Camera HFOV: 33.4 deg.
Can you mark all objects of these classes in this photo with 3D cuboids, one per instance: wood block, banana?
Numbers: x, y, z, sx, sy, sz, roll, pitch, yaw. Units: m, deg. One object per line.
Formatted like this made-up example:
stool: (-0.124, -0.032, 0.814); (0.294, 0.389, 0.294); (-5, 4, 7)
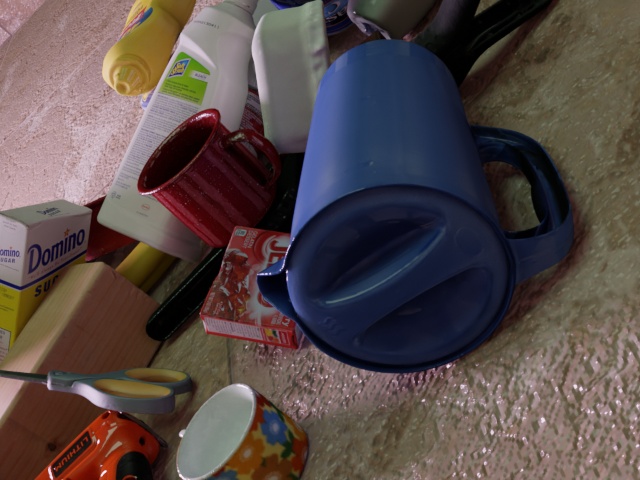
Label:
wood block: (-0.229, 0.129, 0.935); (0.090, 0.090, 0.206); (-7, 47, 53)
banana: (-0.183, 0.028, 1.062); (0.198, 0.037, 0.070); (-45, 27, 8)

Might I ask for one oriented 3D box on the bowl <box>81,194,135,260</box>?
bowl: (-0.212, -0.022, 1.111); (0.162, 0.055, 0.162); (-24, 7, 3)

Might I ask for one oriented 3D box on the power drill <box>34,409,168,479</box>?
power drill: (-0.163, 0.220, 0.752); (0.184, 0.057, 0.188); (-42, 29, 6)

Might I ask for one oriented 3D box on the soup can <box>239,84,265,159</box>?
soup can: (-0.091, -0.096, 1.051); (0.069, 0.068, 0.102); (-6, 49, 54)

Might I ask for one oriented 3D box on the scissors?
scissors: (-0.190, 0.110, 0.860); (0.202, 0.096, 0.016); (7, 99, 31)

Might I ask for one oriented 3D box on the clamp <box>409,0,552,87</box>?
clamp: (0.096, -0.151, 0.805); (0.171, 0.120, 0.039); (-46, 56, 14)

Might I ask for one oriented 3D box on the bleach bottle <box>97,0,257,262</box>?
bleach bottle: (-0.111, -0.113, 0.973); (0.103, 0.068, 0.251); (21, 87, 32)

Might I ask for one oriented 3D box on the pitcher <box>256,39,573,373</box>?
pitcher: (0.057, -0.039, 0.699); (0.145, 0.149, 0.242); (-53, 18, 29)

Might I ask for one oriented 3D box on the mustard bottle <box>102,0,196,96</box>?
mustard bottle: (-0.182, -0.202, 1.104); (0.096, 0.058, 0.191); (-39, 23, 28)

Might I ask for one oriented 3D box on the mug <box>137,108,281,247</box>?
mug: (-0.082, -0.053, 0.878); (0.117, 0.081, 0.093); (-27, 32, 32)

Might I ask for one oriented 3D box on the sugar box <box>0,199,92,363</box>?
sugar box: (-0.268, 0.055, 1.006); (0.093, 0.048, 0.176); (-21, -52, -62)

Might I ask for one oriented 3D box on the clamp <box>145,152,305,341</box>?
clamp: (-0.056, 0.001, 0.901); (0.165, 0.036, 0.210); (2, 55, 57)

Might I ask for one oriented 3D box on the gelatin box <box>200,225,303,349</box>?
gelatin box: (-0.041, 0.033, 0.801); (0.073, 0.030, 0.089); (9, 53, 15)
